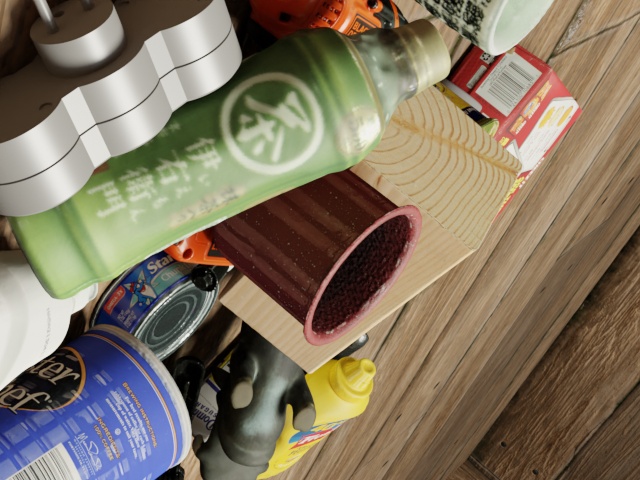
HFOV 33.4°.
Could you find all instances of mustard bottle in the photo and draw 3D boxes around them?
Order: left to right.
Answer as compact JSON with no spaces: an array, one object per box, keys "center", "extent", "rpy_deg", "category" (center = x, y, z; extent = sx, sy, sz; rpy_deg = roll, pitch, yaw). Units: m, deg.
[{"center":[-0.009,0.160,1.002],"extent":[0.096,0.058,0.192],"rpy_deg":[-10,155,-43],"category":"mustard bottle"}]

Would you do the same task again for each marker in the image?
[{"center":[-0.055,0.001,0.710],"extent":[0.020,0.020,0.121],"rpy_deg":[-61,175,32],"category":"marker"}]

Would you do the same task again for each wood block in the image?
[{"center":[0.026,-0.003,0.713],"extent":[0.206,0.091,0.090],"rpy_deg":[-44,-172,50],"category":"wood block"}]

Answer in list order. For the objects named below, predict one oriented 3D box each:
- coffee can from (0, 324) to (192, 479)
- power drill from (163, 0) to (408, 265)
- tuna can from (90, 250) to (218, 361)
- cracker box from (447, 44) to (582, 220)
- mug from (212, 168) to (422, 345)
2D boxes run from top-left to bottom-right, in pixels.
[{"center":[-0.162,0.127,0.634],"extent":[0.140,0.103,0.103],"rpy_deg":[-33,156,-40],"category":"coffee can"},{"center":[-0.024,-0.074,0.630],"extent":[0.188,0.057,0.184],"rpy_deg":[-56,157,11],"category":"power drill"},{"center":[-0.108,0.044,0.704],"extent":[0.086,0.034,0.086],"rpy_deg":[-43,161,-19],"category":"tuna can"},{"center":[0.150,-0.090,0.976],"extent":[0.164,0.072,0.213],"rpy_deg":[-52,163,11],"category":"cracker box"},{"center":[-0.006,0.004,0.596],"extent":[0.093,0.082,0.117],"rpy_deg":[-38,154,-29],"category":"mug"}]
